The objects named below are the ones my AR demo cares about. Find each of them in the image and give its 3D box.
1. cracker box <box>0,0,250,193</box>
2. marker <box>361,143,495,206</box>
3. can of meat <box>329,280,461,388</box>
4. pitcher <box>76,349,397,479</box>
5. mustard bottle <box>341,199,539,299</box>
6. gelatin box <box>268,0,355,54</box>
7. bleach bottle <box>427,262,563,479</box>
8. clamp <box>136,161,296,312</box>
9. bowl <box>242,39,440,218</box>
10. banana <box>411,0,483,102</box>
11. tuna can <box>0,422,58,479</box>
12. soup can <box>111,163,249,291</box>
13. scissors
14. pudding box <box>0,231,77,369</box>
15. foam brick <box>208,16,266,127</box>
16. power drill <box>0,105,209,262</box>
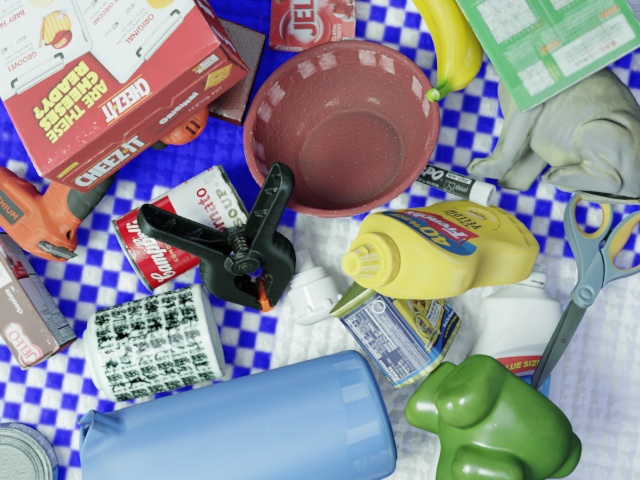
[{"bbox_3d":[-0.175,-0.169,0.806,0.164,0.072,0.214,-35,71,10],"label":"cracker box"},{"bbox_3d":[0.088,-0.056,0.892,0.121,0.020,0.020,22,89,25],"label":"marker"},{"bbox_3d":[0.065,0.062,0.876,0.058,0.102,0.084,-36,95,30],"label":"can of meat"},{"bbox_3d":[-0.065,0.181,0.865,0.242,0.149,0.145,-16,76,-6],"label":"pitcher"},{"bbox_3d":[0.083,0.008,0.828,0.096,0.191,0.058,34,117,33],"label":"mustard bottle"},{"bbox_3d":[-0.005,-0.204,0.906,0.073,0.030,0.089,4,90,-2],"label":"gelatin box"},{"bbox_3d":[0.147,0.141,0.899,0.102,0.068,0.251,10,87,-2],"label":"bleach bottle"},{"bbox_3d":[-0.055,0.001,0.839,0.120,0.171,0.039,-17,58,13],"label":"clamp"},{"bbox_3d":[0.021,-0.082,0.877,0.162,0.055,0.162,-5,66,11],"label":"bowl"},{"bbox_3d":[0.089,-0.195,0.882,0.069,0.037,0.198,5,53,-40],"label":"banana"},{"bbox_3d":[-0.264,0.196,0.893,0.086,0.034,0.086,0,90,-3],"label":"tuna can"},{"bbox_3d":[-0.112,-0.011,0.883,0.102,0.068,0.068,-29,91,-3],"label":"soup can"},{"bbox_3d":[0.210,0.028,0.890,0.201,0.016,0.096,-38,79,-24],"label":"scissors"},{"bbox_3d":[-0.247,0.047,0.866,0.039,0.090,0.113,-31,91,-4],"label":"pudding box"},{"bbox_3d":[-0.079,-0.140,0.892,0.051,0.053,0.078,16,90,-3],"label":"foam brick"},{"bbox_3d":[-0.203,-0.092,0.867,0.185,0.057,0.188,42,96,26],"label":"power drill"}]
